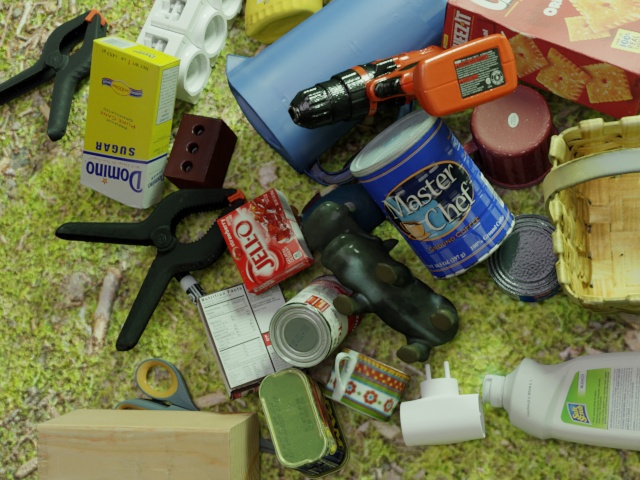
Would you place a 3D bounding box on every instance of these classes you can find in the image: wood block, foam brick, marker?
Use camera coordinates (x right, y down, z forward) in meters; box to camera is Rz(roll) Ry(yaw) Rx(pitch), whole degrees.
[{"bbox_3d":[-0.173,0.224,1.083,0.206,0.090,0.090,-1,90,15],"label":"wood block"},{"bbox_3d":[-0.135,-0.095,1.201,0.053,0.051,0.078,11,77,19],"label":"foam brick"},{"bbox_3d":[-0.130,0.066,1.167,0.020,0.020,0.121,-40,67,1],"label":"marker"}]

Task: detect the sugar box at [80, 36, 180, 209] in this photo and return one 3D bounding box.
[{"bbox_3d":[-0.214,-0.129,1.186,0.093,0.048,0.176,23,117,21],"label":"sugar box"}]

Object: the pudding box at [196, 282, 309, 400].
[{"bbox_3d":[-0.071,0.099,1.118,0.090,0.039,0.113,-18,66,-9],"label":"pudding box"}]

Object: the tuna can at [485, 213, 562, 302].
[{"bbox_3d":[0.211,0.018,1.077,0.086,0.033,0.086,-5,72,14],"label":"tuna can"}]

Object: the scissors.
[{"bbox_3d":[-0.125,0.175,1.133,0.202,0.016,0.096,0,75,16],"label":"scissors"}]

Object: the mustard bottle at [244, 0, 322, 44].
[{"bbox_3d":[-0.044,-0.330,1.239,0.096,0.058,0.191,-17,66,39],"label":"mustard bottle"}]

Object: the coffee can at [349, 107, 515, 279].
[{"bbox_3d":[0.111,-0.047,1.055,0.103,0.103,0.140,-38,105,2],"label":"coffee can"}]

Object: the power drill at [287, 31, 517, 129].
[{"bbox_3d":[0.080,-0.148,1.010,0.184,0.188,0.057,-23,105,-22],"label":"power drill"}]

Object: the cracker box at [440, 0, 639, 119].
[{"bbox_3d":[0.256,-0.225,1.086,0.214,0.072,0.164,27,54,21],"label":"cracker box"}]

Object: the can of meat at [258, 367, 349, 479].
[{"bbox_3d":[-0.018,0.182,1.065,0.057,0.084,0.102,-22,68,8],"label":"can of meat"}]

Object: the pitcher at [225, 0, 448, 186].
[{"bbox_3d":[0.032,-0.185,1.149,0.243,0.149,0.145,-39,47,-2],"label":"pitcher"}]

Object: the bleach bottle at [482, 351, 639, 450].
[{"bbox_3d":[0.280,0.144,1.005,0.251,0.068,0.102,3,74,19],"label":"bleach bottle"}]

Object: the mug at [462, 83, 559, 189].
[{"bbox_3d":[0.187,-0.104,1.096,0.117,0.081,0.093,-26,68,7],"label":"mug"}]

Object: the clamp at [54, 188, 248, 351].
[{"bbox_3d":[-0.169,0.015,1.162,0.210,0.036,0.164,-25,72,-1],"label":"clamp"}]

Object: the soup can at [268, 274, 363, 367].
[{"bbox_3d":[-0.003,0.080,1.072,0.069,0.102,0.068,5,106,19],"label":"soup can"}]

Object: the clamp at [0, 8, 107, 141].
[{"bbox_3d":[-0.325,-0.209,1.297,0.120,0.039,0.171,22,74,16],"label":"clamp"}]

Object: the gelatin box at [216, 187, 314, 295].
[{"bbox_3d":[-0.057,0.001,1.107,0.073,0.030,0.089,-29,70,14],"label":"gelatin box"}]
